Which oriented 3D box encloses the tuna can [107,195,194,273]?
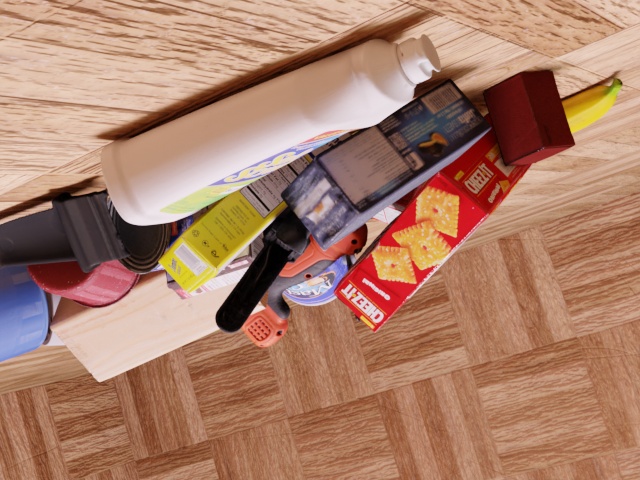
[{"bbox_3d":[-0.153,-0.015,0.954,0.086,0.086,0.033,-22,172,40],"label":"tuna can"}]

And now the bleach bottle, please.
[{"bbox_3d":[-0.033,-0.085,0.776,0.251,0.068,0.102,-22,174,25],"label":"bleach bottle"}]

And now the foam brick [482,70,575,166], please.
[{"bbox_3d":[0.200,-0.117,1.025,0.052,0.078,0.051,-8,170,-40],"label":"foam brick"}]

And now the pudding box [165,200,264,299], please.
[{"bbox_3d":[-0.102,-0.011,0.997,0.090,0.113,0.039,-19,147,15],"label":"pudding box"}]

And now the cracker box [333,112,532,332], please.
[{"bbox_3d":[0.120,-0.023,1.105,0.164,0.072,0.214,-45,176,-47],"label":"cracker box"}]

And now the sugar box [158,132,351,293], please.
[{"bbox_3d":[-0.055,-0.034,0.911,0.176,0.048,0.093,-47,-174,-24],"label":"sugar box"}]

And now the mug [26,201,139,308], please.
[{"bbox_3d":[-0.219,0.006,1.011,0.117,0.093,0.081,-48,166,2],"label":"mug"}]

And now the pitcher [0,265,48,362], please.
[{"bbox_3d":[-0.389,0.079,1.022,0.242,0.145,0.149,-16,-165,-39],"label":"pitcher"}]

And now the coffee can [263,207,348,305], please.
[{"bbox_3d":[-0.023,0.010,1.265,0.103,0.103,0.140,-18,158,7],"label":"coffee can"}]

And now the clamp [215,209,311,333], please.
[{"bbox_3d":[-0.026,-0.003,0.912,0.120,0.039,0.171,-42,-168,41],"label":"clamp"}]

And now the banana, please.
[{"bbox_3d":[0.249,-0.135,1.198,0.198,0.037,0.069,-22,150,24],"label":"banana"}]

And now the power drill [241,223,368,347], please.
[{"bbox_3d":[-0.058,0.001,1.148,0.188,0.184,0.057,-38,-170,22],"label":"power drill"}]

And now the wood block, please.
[{"bbox_3d":[-0.162,0.053,1.098,0.206,0.090,0.091,-25,-150,18],"label":"wood block"}]
